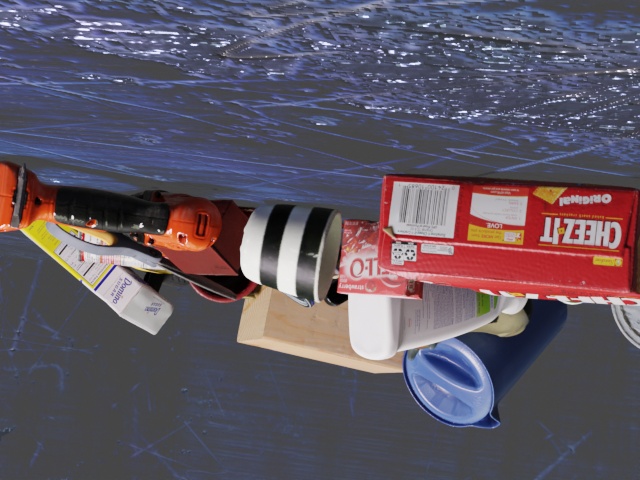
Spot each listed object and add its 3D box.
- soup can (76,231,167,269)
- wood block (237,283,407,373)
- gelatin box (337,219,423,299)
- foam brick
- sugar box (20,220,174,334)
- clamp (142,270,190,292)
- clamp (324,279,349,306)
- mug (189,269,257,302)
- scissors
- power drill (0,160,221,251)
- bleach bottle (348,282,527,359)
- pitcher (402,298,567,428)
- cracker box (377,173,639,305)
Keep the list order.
[{"bbox_3d":[-0.194,-0.007,1.097,0.102,0.068,0.068,6,176,-7],"label":"soup can"},{"bbox_3d":[0.009,0.108,1.381,0.205,0.090,0.091,16,167,-22],"label":"wood block"},{"bbox_3d":[0.059,0.017,1.020,0.089,0.073,0.030,2,174,45],"label":"gelatin box"},{"bbox_3d":[-0.107,-0.003,1.009,0.078,0.051,0.053,1,144,40],"label":"foam brick"},{"bbox_3d":[-0.245,0.028,1.169,0.176,0.048,0.093,34,174,23],"label":"sugar box"},{"bbox_3d":[-0.221,0.034,1.421,0.209,0.036,0.165,2,-134,-55],"label":"clamp"},{"bbox_3d":[0.077,0.027,1.227,0.120,0.039,0.171,-29,178,21],"label":"clamp"},{"bbox_3d":[-0.107,0.023,1.265,0.117,0.093,0.081,-4,-177,-12],"label":"mug"},{"bbox_3d":[-0.176,0.002,1.048,0.201,0.016,0.096,20,-151,-33],"label":"scissors"},{"bbox_3d":[-0.200,-0.028,0.921,0.187,0.057,0.185,7,179,-31],"label":"power drill"},{"bbox_3d":[0.147,0.063,1.163,0.250,0.102,0.068,-5,-175,-37],"label":"bleach bottle"},{"bbox_3d":[0.218,0.121,1.400,0.145,0.149,0.242,12,-150,36],"label":"pitcher"},{"bbox_3d":[0.153,0.005,0.747,0.164,0.072,0.213,5,176,25],"label":"cracker box"}]
